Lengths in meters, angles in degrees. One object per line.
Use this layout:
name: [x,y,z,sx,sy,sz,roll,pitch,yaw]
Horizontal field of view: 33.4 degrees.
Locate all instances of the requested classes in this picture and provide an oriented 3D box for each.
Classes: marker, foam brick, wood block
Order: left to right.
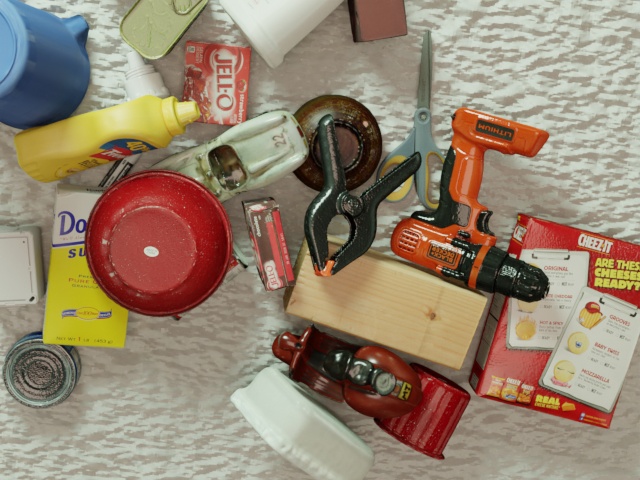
marker: [-0.244,-0.055,1.201,0.020,0.020,0.121,37,95,-8]
foam brick: [0.061,-0.244,1.158,0.051,0.078,0.053,-9,100,-4]
wood block: [0.069,0.065,1.203,0.206,0.090,0.091,19,97,-6]

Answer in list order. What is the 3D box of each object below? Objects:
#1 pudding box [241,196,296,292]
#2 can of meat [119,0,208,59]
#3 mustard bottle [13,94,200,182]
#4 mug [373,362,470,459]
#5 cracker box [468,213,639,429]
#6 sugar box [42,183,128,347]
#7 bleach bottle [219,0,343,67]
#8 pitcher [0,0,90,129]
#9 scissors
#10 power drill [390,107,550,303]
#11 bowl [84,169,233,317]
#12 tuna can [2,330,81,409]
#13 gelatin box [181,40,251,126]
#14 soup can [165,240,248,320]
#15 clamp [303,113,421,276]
pudding box: [-0.058,0.001,1.173,0.039,0.113,0.090,-12,100,-4]
can of meat: [-0.164,-0.243,1.142,0.057,0.084,0.102,39,95,-8]
mustard bottle: [-0.221,-0.114,1.139,0.192,0.096,0.058,-15,81,9]
mug: [0.110,0.188,1.231,0.117,0.093,0.081,29,92,15]
cracker box: [0.279,0.092,1.229,0.164,0.072,0.214,15,97,-6]
sugar box: [-0.255,0.029,1.188,0.093,0.048,0.176,4,107,-16]
bleach bottle: [0.016,-0.299,1.138,0.251,0.103,0.068,-38,138,2]
pitcher: [-0.325,-0.174,1.064,0.145,0.243,0.149,8,94,-2]
scissors: [0.098,-0.129,1.211,0.096,0.016,0.202,-13,100,-1]
power drill: [0.184,-0.040,1.166,0.185,0.057,0.188,20,97,18]
bowl: [-0.174,0.006,1.130,0.162,0.055,0.162,0,97,-1]
tuna can: [-0.319,0.149,1.222,0.086,0.034,0.086,0,99,-3]
gelatin box: [-0.116,-0.174,1.183,0.073,0.030,0.089,5,100,-5]
soup can: [-0.140,0.034,1.197,0.102,0.068,0.068,-37,99,3]
clamp: [0.040,-0.040,1.138,0.120,0.039,0.171,12,87,-7]
